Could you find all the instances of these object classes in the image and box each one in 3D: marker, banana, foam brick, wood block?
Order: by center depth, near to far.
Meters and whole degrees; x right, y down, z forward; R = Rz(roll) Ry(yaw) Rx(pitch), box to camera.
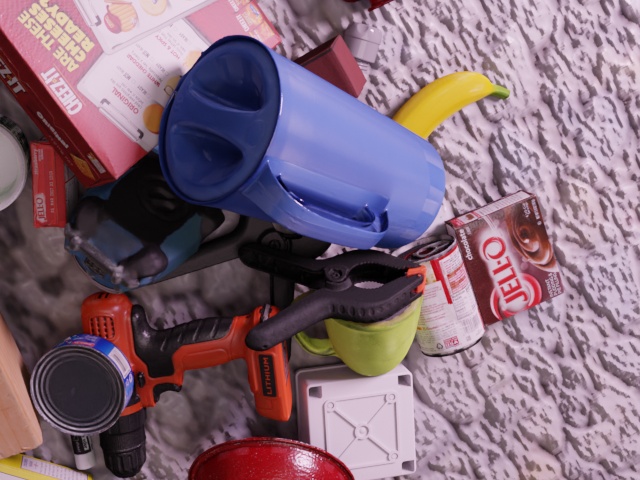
[{"bbox_3d":[-0.310,0.091,0.889,0.090,0.090,0.206,-17,133,-9],"label":"wood block"},{"bbox_3d":[-0.005,-0.142,0.967,0.078,0.053,0.051,-27,106,22],"label":"foam brick"},{"bbox_3d":[-0.232,0.156,1.002,0.020,0.020,0.121,-12,103,-11],"label":"marker"},{"bbox_3d":[0.096,-0.100,1.021,0.198,0.037,0.069,-42,106,-3],"label":"banana"}]

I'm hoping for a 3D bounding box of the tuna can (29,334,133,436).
[{"bbox_3d":[-0.209,0.127,0.942,0.086,0.033,0.086,2,105,6],"label":"tuna can"}]

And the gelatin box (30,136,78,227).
[{"bbox_3d":[-0.230,-0.053,0.925,0.030,0.089,0.073,-1,100,-5],"label":"gelatin box"}]

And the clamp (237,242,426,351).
[{"bbox_3d":[0.008,0.049,0.936,0.171,0.120,0.039,-1,140,4],"label":"clamp"}]

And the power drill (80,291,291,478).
[{"bbox_3d":[-0.123,0.132,0.984,0.187,0.057,0.184,-4,109,2],"label":"power drill"}]

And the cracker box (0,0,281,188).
[{"bbox_3d":[-0.159,-0.171,0.887,0.213,0.072,0.164,-45,109,-30],"label":"cracker box"}]

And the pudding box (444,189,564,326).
[{"bbox_3d":[0.183,0.017,1.062,0.090,0.039,0.113,-23,105,-8],"label":"pudding box"}]

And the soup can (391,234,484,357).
[{"bbox_3d":[0.114,0.054,1.038,0.068,0.068,0.102,-22,105,-8],"label":"soup can"}]

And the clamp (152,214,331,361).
[{"bbox_3d":[-0.057,0.001,1.005,0.164,0.036,0.210,28,95,-16],"label":"clamp"}]

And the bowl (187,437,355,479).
[{"bbox_3d":[-0.047,0.251,1.000,0.162,0.055,0.162,2,136,2],"label":"bowl"}]

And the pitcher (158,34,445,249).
[{"bbox_3d":[0.000,-0.060,0.880,0.242,0.145,0.149,18,76,-46],"label":"pitcher"}]
